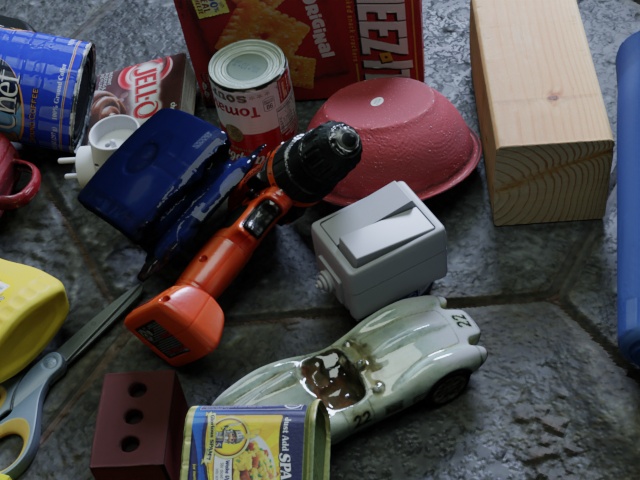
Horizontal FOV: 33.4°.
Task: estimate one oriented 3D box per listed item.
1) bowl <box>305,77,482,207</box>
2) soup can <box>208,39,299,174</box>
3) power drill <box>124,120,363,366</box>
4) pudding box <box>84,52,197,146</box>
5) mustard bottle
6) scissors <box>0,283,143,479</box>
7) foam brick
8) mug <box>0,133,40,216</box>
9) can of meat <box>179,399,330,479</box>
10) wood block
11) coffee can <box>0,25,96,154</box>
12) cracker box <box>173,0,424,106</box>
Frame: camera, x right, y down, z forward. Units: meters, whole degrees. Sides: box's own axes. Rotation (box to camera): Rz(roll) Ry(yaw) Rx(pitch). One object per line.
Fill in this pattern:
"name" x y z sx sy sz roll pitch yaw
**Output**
"bowl" 0.052 -0.092 0.892 0.162 0.055 0.162 -7 33 5
"soup can" -0.055 -0.113 0.920 0.068 0.102 0.068 -4 48 5
"power drill" -0.055 0.001 0.789 0.057 0.185 0.187 42 62 -9
"pudding box" -0.162 -0.116 0.974 0.090 0.039 0.113 -14 48 12
"mustard bottle" -0.296 0.036 0.828 0.192 0.058 0.096 24 53 23
"scissors" -0.199 0.112 0.802 0.201 0.016 0.096 -31 53 -18
"foam brick" -0.125 0.136 0.743 0.053 0.051 0.078 -4 48 5
"mug" -0.295 -0.049 0.911 0.117 0.093 0.081 -2 43 12
"can of meat" -0.040 0.151 0.659 0.084 0.057 0.102 -2 66 10
"wood block" 0.180 -0.120 0.898 0.091 0.090 0.206 -4 48 4
"coffee can" -0.280 -0.139 0.953 0.140 0.103 0.102 10 48 -6
"cracker box" -0.017 -0.204 0.953 0.214 0.164 0.072 -3 50 7
